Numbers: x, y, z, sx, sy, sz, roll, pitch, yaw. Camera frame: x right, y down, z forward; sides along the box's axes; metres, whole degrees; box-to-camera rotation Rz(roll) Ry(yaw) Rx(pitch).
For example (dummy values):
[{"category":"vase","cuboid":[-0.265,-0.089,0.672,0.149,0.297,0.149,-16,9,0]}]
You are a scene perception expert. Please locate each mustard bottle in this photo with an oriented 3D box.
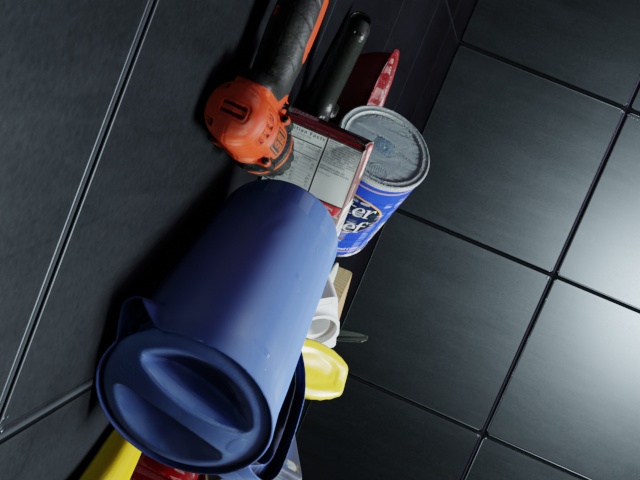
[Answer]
[{"category":"mustard bottle","cuboid":[-0.062,0.133,1.128,0.192,0.096,0.058,-7,-115,55]}]

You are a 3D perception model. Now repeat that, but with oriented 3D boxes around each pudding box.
[{"category":"pudding box","cuboid":[-0.010,-0.061,1.031,0.114,0.090,0.039,-69,171,26]}]

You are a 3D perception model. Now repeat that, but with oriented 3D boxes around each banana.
[{"category":"banana","cuboid":[-0.173,0.189,0.796,0.197,0.037,0.070,-40,154,-76]}]

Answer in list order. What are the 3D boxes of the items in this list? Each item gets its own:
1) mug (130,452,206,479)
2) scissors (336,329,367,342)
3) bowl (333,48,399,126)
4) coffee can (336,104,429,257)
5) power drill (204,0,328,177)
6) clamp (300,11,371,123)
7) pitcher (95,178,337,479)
[{"category":"mug","cuboid":[-0.131,0.200,0.989,0.117,0.081,0.093,-11,124,-83]},{"category":"scissors","cuboid":[-0.030,0.128,1.337,0.096,0.016,0.202,-45,-149,-16]},{"category":"bowl","cuboid":[0.035,-0.154,1.231,0.162,0.055,0.162,24,89,-84]},{"category":"coffee can","cuboid":[0.037,-0.061,1.125,0.140,0.103,0.102,-52,-172,51]},{"category":"power drill","cuboid":[-0.020,-0.139,0.812,0.184,0.057,0.187,45,68,-83]},{"category":"clamp","cuboid":[0.002,-0.136,1.069,0.164,0.036,0.210,-81,-164,-82]},{"category":"pitcher","cuboid":[-0.062,0.063,0.840,0.242,0.145,0.149,-63,173,-53]}]
